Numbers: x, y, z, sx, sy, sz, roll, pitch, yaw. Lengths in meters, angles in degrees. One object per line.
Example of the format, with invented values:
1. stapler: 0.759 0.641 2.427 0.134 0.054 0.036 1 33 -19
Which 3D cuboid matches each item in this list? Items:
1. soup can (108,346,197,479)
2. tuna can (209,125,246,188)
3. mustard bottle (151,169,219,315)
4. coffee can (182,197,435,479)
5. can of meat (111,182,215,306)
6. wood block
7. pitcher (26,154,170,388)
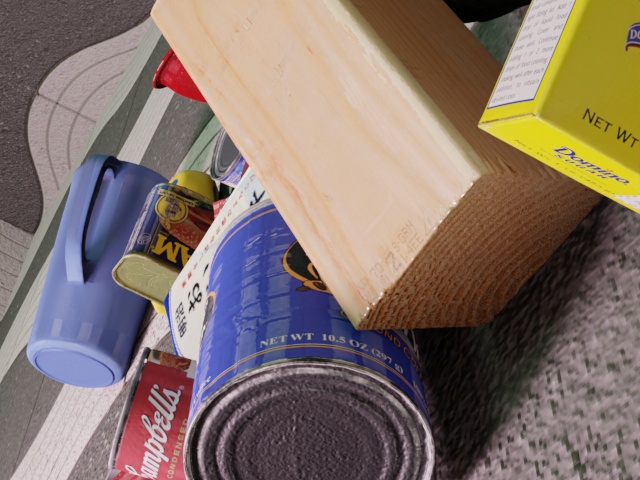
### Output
1. soup can: -0.055 0.104 0.577 0.068 0.102 0.068 -165 92 -87
2. tuna can: -0.053 -0.081 0.835 0.086 0.033 0.086 -50 26 36
3. mustard bottle: -0.130 -0.015 1.044 0.191 0.058 0.096 -94 15 -59
4. coffee can: -0.006 0.054 0.488 0.103 0.102 0.140 -56 17 25
5. can of meat: -0.111 0.010 0.893 0.058 0.102 0.084 -43 25 50
6. wood block: 0.018 -0.066 0.482 0.090 0.090 0.206 -54 53 30
7. pitcher: -0.248 0.032 1.200 0.145 0.149 0.242 -28 42 44
